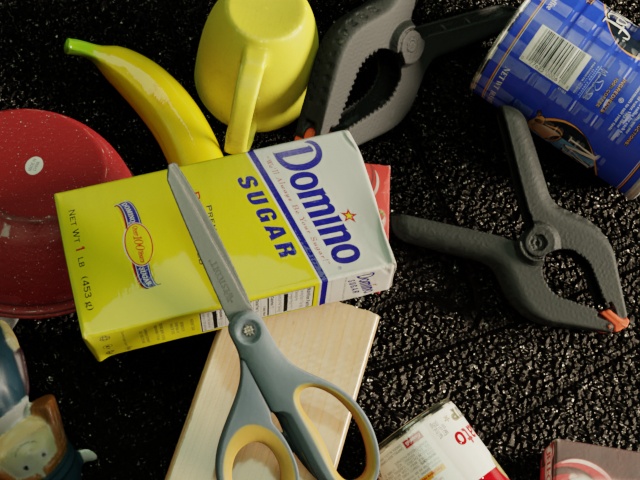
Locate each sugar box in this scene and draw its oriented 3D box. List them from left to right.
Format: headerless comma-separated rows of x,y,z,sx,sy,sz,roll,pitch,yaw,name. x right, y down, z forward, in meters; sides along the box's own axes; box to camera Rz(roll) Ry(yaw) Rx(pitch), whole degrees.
-0.054,0.000,0.608,0.176,0.048,0.093,-15,67,-6,sugar box

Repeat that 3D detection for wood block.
-0.040,0.136,0.626,0.091,0.090,0.206,18,67,0,wood block

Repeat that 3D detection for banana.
-0.101,-0.061,0.726,0.069,0.037,0.198,-26,76,-29,banana

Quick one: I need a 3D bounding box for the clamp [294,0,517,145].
0.050,-0.151,0.745,0.210,0.164,0.036,-48,44,-16,clamp

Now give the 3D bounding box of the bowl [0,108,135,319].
-0.183,-0.031,0.671,0.162,0.055,0.162,9,51,-11,bowl

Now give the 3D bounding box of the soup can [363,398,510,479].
0.081,0.156,0.647,0.068,0.068,0.102,-31,75,-19,soup can

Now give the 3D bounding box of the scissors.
-0.049,0.066,0.563,0.096,0.016,0.201,-41,97,-10,scissors

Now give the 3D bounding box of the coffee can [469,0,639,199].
0.192,-0.110,0.756,0.140,0.103,0.102,36,67,8,coffee can

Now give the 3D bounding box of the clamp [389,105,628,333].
0.133,0.006,0.730,0.120,0.039,0.171,-37,83,3,clamp
